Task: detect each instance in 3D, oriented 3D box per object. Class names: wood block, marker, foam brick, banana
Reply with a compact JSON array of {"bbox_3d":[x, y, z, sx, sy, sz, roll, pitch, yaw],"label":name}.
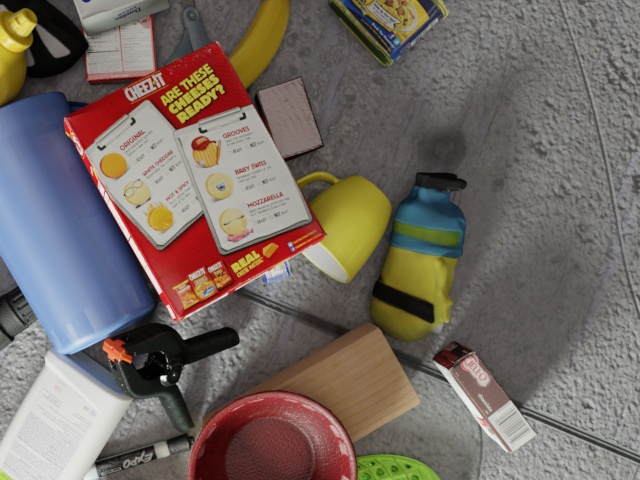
[{"bbox_3d":[-0.012,0.176,1.107,0.206,0.091,0.090,-30,94,-5],"label":"wood block"},{"bbox_3d":[-0.192,0.228,1.127,0.121,0.020,0.020,-16,92,-5],"label":"marker"},{"bbox_3d":[-0.033,-0.125,1.120,0.051,0.053,0.078,-18,93,-5],"label":"foam brick"},{"bbox_3d":[-0.090,-0.188,1.101,0.197,0.037,0.069,-41,122,-26],"label":"banana"}]

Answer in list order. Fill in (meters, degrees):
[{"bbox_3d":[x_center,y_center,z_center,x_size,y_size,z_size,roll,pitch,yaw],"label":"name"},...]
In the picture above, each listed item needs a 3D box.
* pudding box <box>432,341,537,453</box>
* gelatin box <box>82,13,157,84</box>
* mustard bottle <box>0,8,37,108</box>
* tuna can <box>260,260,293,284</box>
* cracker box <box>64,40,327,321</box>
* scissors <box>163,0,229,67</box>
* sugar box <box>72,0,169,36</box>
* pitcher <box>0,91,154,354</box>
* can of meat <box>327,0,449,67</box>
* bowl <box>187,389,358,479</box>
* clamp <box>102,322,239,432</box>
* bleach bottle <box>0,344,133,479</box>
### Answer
[{"bbox_3d":[0.171,0.163,1.125,0.039,0.090,0.113,-36,94,-3],"label":"pudding box"},{"bbox_3d":[-0.209,-0.210,1.114,0.073,0.030,0.089,-5,91,-4],"label":"gelatin box"},{"bbox_3d":[-0.346,-0.165,1.046,0.192,0.058,0.096,-33,95,25],"label":"mustard bottle"},{"bbox_3d":[-0.057,0.001,1.103,0.033,0.086,0.086,-19,92,-4],"label":"tuna can"},{"bbox_3d":[-0.119,-0.054,1.012,0.164,0.072,0.214,-30,90,-15],"label":"cracker box"},{"bbox_3d":[-0.149,-0.221,1.118,0.096,0.016,0.202,-28,93,-22],"label":"scissors"},{"bbox_3d":[-0.227,-0.306,1.085,0.093,0.048,0.176,-22,79,-8],"label":"sugar box"},{"bbox_3d":[-0.256,-0.020,1.064,0.149,0.145,0.243,-26,93,6],"label":"pitcher"},{"bbox_3d":[0.070,-0.246,1.127,0.084,0.057,0.102,-44,94,-1],"label":"can of meat"},{"bbox_3d":[-0.047,0.220,1.031,0.162,0.055,0.162,0,92,-6],"label":"bowl"},{"bbox_3d":[-0.158,0.137,1.076,0.039,0.171,0.120,19,92,38],"label":"clamp"},{"bbox_3d":[-0.299,0.236,1.095,0.102,0.068,0.251,34,92,10],"label":"bleach bottle"}]
